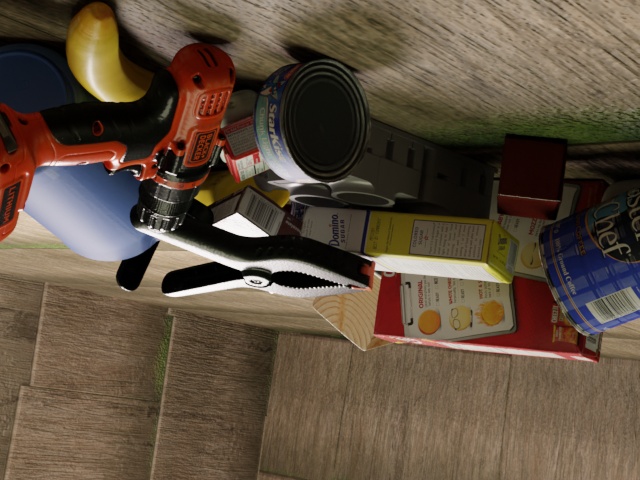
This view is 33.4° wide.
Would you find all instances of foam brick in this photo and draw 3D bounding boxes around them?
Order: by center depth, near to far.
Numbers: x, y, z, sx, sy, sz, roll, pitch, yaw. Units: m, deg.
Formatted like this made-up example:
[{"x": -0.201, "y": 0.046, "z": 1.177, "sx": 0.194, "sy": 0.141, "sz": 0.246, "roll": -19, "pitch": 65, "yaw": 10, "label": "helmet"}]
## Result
[{"x": 0.176, "y": -0.052, "z": 0.891, "sx": 0.051, "sy": 0.053, "sz": 0.078, "roll": 6, "pitch": 170, "yaw": 10, "label": "foam brick"}]

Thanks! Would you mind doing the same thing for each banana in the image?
[{"x": -0.142, "y": -0.125, "z": 0.773, "sx": 0.070, "sy": 0.037, "sz": 0.197, "roll": -25, "pitch": 166, "yaw": 12, "label": "banana"}]

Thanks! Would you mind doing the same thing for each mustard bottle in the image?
[{"x": -0.124, "y": -0.047, "z": 1.150, "sx": 0.096, "sy": 0.058, "sz": 0.192, "roll": -19, "pitch": -169, "yaw": -37, "label": "mustard bottle"}]

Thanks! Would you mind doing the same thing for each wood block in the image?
[{"x": 0.098, "y": 0.055, "z": 1.270, "sx": 0.090, "sy": 0.091, "sz": 0.205, "roll": 38, "pitch": -154, "yaw": 28, "label": "wood block"}]

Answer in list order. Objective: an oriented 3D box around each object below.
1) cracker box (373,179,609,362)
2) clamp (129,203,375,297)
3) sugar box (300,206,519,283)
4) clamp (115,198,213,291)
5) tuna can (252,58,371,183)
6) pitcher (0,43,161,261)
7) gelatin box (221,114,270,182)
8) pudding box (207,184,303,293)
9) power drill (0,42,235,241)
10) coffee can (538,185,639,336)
[{"x": 0.169, "y": 0.026, "z": 1.033, "sx": 0.214, "sy": 0.164, "sz": 0.072, "roll": 2, "pitch": 168, "yaw": 32, "label": "cracker box"}, {"x": -0.059, "y": 0.016, "z": 0.925, "sx": 0.210, "sy": 0.036, "sz": 0.164, "roll": 3, "pitch": 156, "yaw": 12, "label": "clamp"}, {"x": 0.079, "y": 0.003, "z": 0.951, "sx": 0.176, "sy": 0.048, "sz": 0.093, "roll": 8, "pitch": 170, "yaw": 25, "label": "sugar box"}, {"x": -0.145, "y": -0.037, "z": 1.048, "sx": 0.120, "sy": 0.171, "sz": 0.039, "roll": -27, "pitch": 129, "yaw": 24, "label": "clamp"}, {"x": -0.006, "y": -0.083, "z": 0.747, "sx": 0.086, "sy": 0.086, "sz": 0.034, "roll": 16, "pitch": 170, "yaw": -43, "label": "tuna can"}, {"x": -0.219, "y": -0.075, "z": 0.898, "sx": 0.149, "sy": 0.145, "sz": 0.242, "roll": -14, "pitch": 165, "yaw": 5, "label": "pitcher"}, {"x": -0.034, "y": -0.082, "z": 0.836, "sx": 0.089, "sy": 0.030, "sz": 0.073, "roll": -23, "pitch": 172, "yaw": -4, "label": "gelatin box"}, {"x": -0.057, "y": 0.001, "z": 1.028, "sx": 0.113, "sy": 0.039, "sz": 0.090, "roll": 38, "pitch": 145, "yaw": -23, "label": "pudding box"}, {"x": -0.158, "y": -0.053, "z": 0.757, "sx": 0.187, "sy": 0.057, "sz": 0.185, "roll": -19, "pitch": 150, "yaw": -33, "label": "power drill"}, {"x": 0.265, "y": 0.008, "z": 0.871, "sx": 0.141, "sy": 0.103, "sz": 0.102, "roll": -26, "pitch": 154, "yaw": 30, "label": "coffee can"}]
